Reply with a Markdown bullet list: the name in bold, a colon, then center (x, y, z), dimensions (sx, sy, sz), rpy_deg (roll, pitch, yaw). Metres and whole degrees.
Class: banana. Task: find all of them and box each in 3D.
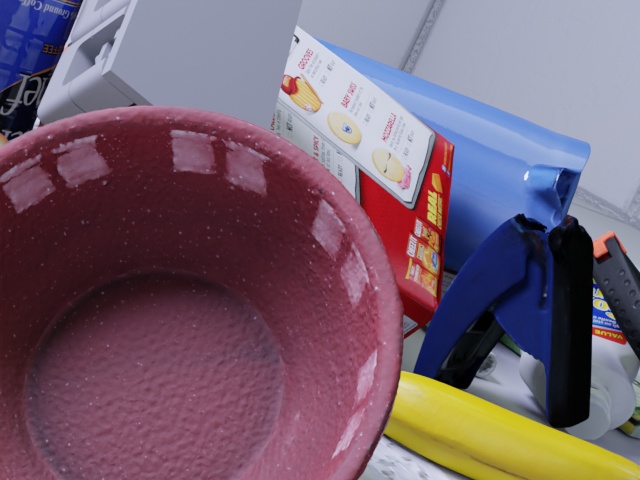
- **banana**: center (0.096, 0.103, 0.546), dimensions (0.197, 0.037, 0.069), rpy_deg (24, 12, -6)

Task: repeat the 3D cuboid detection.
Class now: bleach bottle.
- **bleach bottle**: center (0.193, 0.072, 0.769), dimensions (0.102, 0.068, 0.250), rpy_deg (25, 22, 2)

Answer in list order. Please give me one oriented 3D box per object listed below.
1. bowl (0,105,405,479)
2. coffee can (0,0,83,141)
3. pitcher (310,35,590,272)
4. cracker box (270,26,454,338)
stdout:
- **bowl**: center (-0.056, 0.037, 0.343), dimensions (0.162, 0.162, 0.055), rpy_deg (27, -25, 12)
- **coffee can**: center (-0.189, -0.085, 0.537), dimensions (0.102, 0.140, 0.103), rpy_deg (24, 11, -5)
- **pitcher**: center (0.070, -0.058, 0.826), dimensions (0.243, 0.149, 0.145), rpy_deg (25, 31, 2)
- **cracker box**: center (-0.021, -0.050, 0.654), dimensions (0.213, 0.072, 0.164), rpy_deg (33, 40, -19)
